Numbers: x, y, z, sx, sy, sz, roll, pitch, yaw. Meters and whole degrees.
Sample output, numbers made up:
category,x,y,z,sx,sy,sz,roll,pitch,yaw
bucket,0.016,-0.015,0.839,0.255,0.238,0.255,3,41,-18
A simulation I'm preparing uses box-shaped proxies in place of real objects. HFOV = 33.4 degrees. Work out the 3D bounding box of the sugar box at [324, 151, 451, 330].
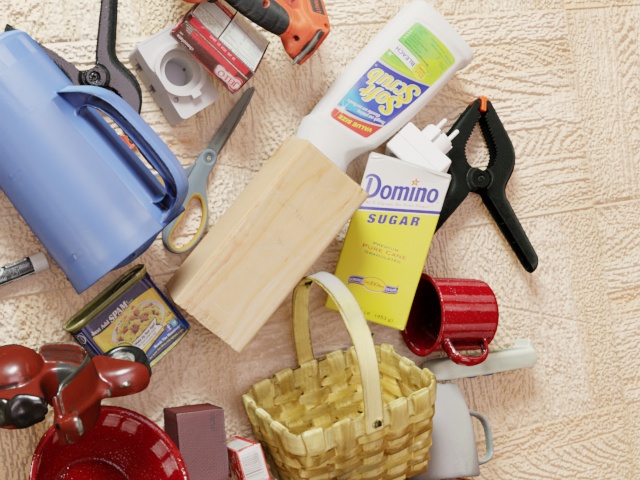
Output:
category,x,y,z,sx,sy,sz,roll,pitch,yaw
sugar box,0.073,0.000,1.162,0.093,0.048,0.176,16,98,3

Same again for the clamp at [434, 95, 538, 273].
category,x,y,z,sx,sy,sz,roll,pitch,yaw
clamp,0.173,-0.065,1.249,0.164,0.036,0.210,-1,84,-16

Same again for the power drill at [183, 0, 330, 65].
category,x,y,z,sx,sy,sz,roll,pitch,yaw
power drill,-0.082,-0.275,1.118,0.187,0.057,0.184,26,34,-30

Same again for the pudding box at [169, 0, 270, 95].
category,x,y,z,sx,sy,sz,roll,pitch,yaw
pudding box,-0.102,-0.209,1.110,0.039,0.113,0.090,-39,106,25

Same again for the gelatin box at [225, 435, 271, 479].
category,x,y,z,sx,sy,sz,roll,pitch,yaw
gelatin box,-0.075,0.252,1.108,0.030,0.073,0.089,-17,94,-23

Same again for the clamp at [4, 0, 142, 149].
category,x,y,z,sx,sy,sz,roll,pitch,yaw
clamp,-0.243,-0.167,1.086,0.120,0.039,0.171,-18,96,-6

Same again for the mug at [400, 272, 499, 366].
category,x,y,z,sx,sy,sz,roll,pitch,yaw
mug,0.150,0.092,1.193,0.081,0.093,0.117,2,42,-27

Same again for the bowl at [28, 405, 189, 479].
category,x,y,z,sx,sy,sz,roll,pitch,yaw
bowl,-0.209,0.244,1.030,0.162,0.055,0.162,18,52,-24

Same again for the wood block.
category,x,y,z,sx,sy,sz,roll,pitch,yaw
wood block,-0.057,0.002,1.097,0.090,0.091,0.206,40,87,-16

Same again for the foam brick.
category,x,y,z,sx,sy,sz,roll,pitch,yaw
foam brick,-0.128,0.211,1.101,0.052,0.051,0.078,-3,88,-23

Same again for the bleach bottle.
category,x,y,z,sx,sy,sz,roll,pitch,yaw
bleach bottle,0.058,-0.149,1.195,0.102,0.068,0.250,44,75,-14

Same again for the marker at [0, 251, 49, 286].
category,x,y,z,sx,sy,sz,roll,pitch,yaw
marker,-0.327,0.041,1.048,0.121,0.020,0.020,-23,95,-21

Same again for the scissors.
category,x,y,z,sx,sy,sz,roll,pitch,yaw
scissors,-0.140,-0.086,1.134,0.096,0.016,0.201,19,79,-20

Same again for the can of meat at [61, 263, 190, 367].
category,x,y,z,sx,sy,sz,roll,pitch,yaw
can of meat,-0.194,0.088,1.080,0.102,0.058,0.084,-42,104,-19

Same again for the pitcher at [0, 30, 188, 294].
category,x,y,z,sx,sy,sz,roll,pitch,yaw
pitcher,-0.245,-0.083,1.024,0.149,0.145,0.243,-39,97,-11
